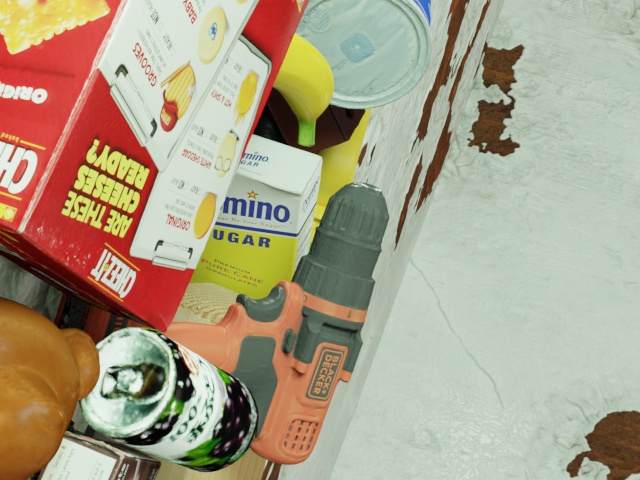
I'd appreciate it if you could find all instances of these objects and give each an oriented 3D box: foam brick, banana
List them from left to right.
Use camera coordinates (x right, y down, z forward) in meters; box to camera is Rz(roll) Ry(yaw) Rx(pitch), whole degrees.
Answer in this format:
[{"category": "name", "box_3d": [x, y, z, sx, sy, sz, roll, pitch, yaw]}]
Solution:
[{"category": "banana", "box_3d": [-0.041, -0.103, 0.667, 0.197, 0.037, 0.069, 8, 98, -59]}, {"category": "foam brick", "box_3d": [-0.007, -0.115, 0.840, 0.078, 0.051, 0.053, 62, 31, -24]}]

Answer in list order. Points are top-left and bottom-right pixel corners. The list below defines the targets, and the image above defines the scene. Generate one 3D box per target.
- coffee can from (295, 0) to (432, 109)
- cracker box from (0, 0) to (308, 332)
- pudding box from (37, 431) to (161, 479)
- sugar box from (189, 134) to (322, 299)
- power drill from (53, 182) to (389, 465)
[{"category": "coffee can", "box_3d": [0.030, -0.178, 0.780, 0.140, 0.103, 0.103, -83, -178, -47]}, {"category": "cracker box", "box_3d": [-0.084, -0.083, 0.490, 0.164, 0.072, 0.213, 56, 54, -68]}, {"category": "pudding box", "box_3d": [-0.122, 0.152, 0.518, 0.090, 0.039, 0.113, 81, 27, -77]}, {"category": "sugar box", "box_3d": [-0.055, 0.001, 0.778, 0.176, 0.093, 0.048, 96, 16, -49]}, {"category": "power drill", "box_3d": [-0.053, 0.037, 0.630, 0.057, 0.187, 0.184, 24, -83, 57]}]
